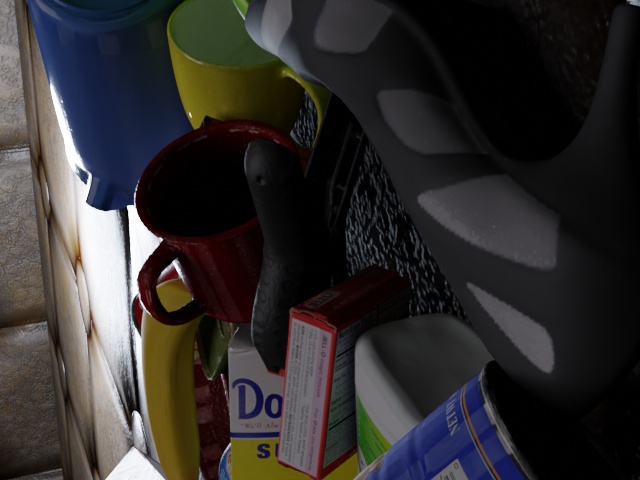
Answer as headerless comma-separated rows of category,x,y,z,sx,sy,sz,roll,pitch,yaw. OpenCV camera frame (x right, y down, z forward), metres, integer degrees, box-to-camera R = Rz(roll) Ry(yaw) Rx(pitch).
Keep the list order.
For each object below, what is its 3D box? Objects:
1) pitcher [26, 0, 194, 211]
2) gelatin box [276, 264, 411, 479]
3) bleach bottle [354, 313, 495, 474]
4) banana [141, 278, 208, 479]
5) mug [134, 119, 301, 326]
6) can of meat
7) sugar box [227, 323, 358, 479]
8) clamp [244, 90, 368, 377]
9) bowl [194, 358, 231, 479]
pitcher,-0.136,-0.141,0.783,0.243,0.145,0.149,96,155,-67
gelatin box,0.012,0.065,0.537,0.030,0.073,0.089,18,116,30
bleach bottle,0.056,0.166,0.533,0.103,0.068,0.251,-129,33,-55
banana,-0.097,0.090,0.708,0.198,0.037,0.070,100,153,-42
mug,-0.054,0.001,0.595,0.093,0.117,0.081,24,150,34
can of meat,-0.032,0.046,0.693,0.102,0.083,0.057,119,139,-60
sugar box,-0.006,0.134,0.639,0.048,0.093,0.176,-62,-26,-60
clamp,-0.003,-0.005,0.542,0.039,0.120,0.171,23,134,20
bowl,-0.067,0.138,0.873,0.162,0.055,0.162,171,90,-71
